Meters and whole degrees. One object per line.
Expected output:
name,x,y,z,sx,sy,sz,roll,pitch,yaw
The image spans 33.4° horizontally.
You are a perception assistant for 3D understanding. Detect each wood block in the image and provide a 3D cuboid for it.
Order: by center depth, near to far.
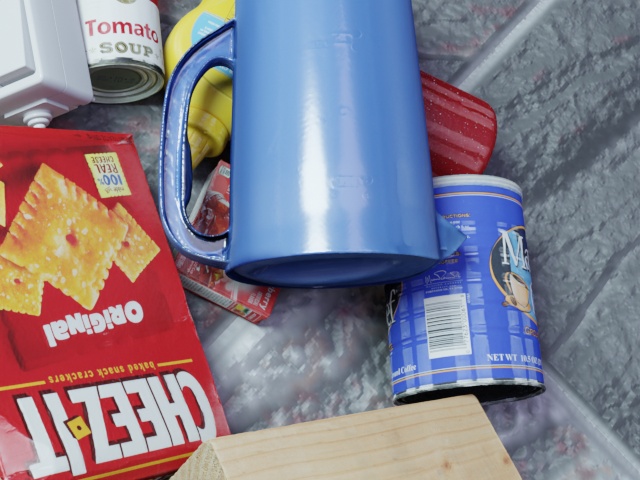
wood block,0.015,0.159,0.622,0.205,0.091,0.090,-2,55,-40

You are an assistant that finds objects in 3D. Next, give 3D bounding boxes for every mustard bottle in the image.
mustard bottle,-0.057,-0.129,0.746,0.096,0.058,0.191,32,63,-17

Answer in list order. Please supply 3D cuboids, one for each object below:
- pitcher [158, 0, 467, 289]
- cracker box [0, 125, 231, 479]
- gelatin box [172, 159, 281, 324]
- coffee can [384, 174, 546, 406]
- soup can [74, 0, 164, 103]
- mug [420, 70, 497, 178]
pitcher,-0.007,-0.092,0.668,0.149,0.145,0.243,11,73,-50
cracker box,-0.152,0.041,0.599,0.163,0.072,0.214,-2,66,-53
gelatin box,-0.055,0.001,0.719,0.073,0.030,0.089,28,64,-13
coffee can,0.094,0.038,0.730,0.102,0.103,0.140,3,72,-23
soup can,-0.141,-0.151,0.712,0.068,0.069,0.102,0,74,-24
mug,0.071,-0.083,0.778,0.081,0.093,0.117,21,29,-21
